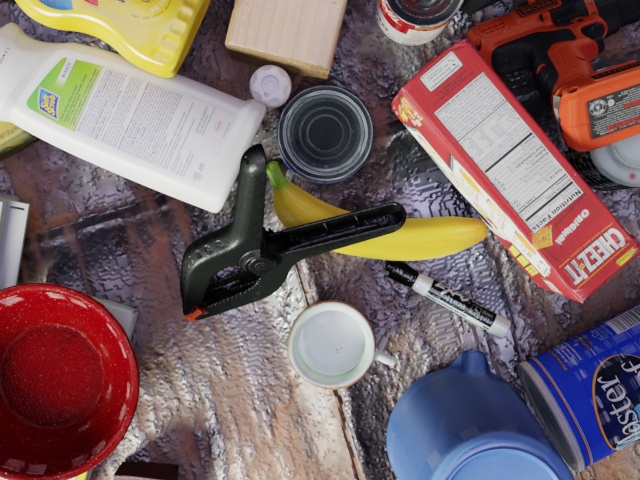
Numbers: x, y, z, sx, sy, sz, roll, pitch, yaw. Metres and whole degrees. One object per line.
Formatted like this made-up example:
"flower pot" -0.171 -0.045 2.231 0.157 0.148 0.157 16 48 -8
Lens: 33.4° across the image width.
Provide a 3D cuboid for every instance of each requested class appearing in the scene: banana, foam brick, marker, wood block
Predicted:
"banana" 0.041 -0.013 0.922 0.197 0.070 0.037 14 54 -3
"foam brick" -0.155 0.236 0.927 0.051 0.053 0.078 7 90 -1
"marker" 0.112 0.051 0.945 0.121 0.020 0.020 29 90 -1
"wood block" -0.011 -0.248 0.902 0.090 0.091 0.206 14 91 -1

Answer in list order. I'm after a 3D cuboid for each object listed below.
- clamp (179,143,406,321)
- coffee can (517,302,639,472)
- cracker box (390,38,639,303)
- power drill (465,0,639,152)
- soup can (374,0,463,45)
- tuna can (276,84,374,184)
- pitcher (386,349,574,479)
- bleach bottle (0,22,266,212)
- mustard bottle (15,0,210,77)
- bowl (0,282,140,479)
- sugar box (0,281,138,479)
"clamp" -0.056 0.001 0.877 0.210 0.164 0.036 -33 49 28
"coffee can" 0.254 0.119 0.906 0.140 0.103 0.103 -27 91 -1
"cracker box" 0.152 -0.057 0.871 0.072 0.164 0.213 -40 91 2
"power drill" 0.228 -0.153 0.867 0.184 0.188 0.057 -21 124 1
"soup can" 0.082 -0.205 0.898 0.068 0.102 0.068 0 91 -1
"tuna can" 0.004 -0.093 0.933 0.086 0.034 0.086 0 91 -1
"pitcher" 0.123 0.191 0.836 0.145 0.243 0.149 -37 91 2
"bleach bottle" -0.178 -0.115 0.867 0.250 0.068 0.102 24 81 -7
"mustard bottle" -0.184 -0.207 0.833 0.191 0.058 0.096 23 81 -5
"bowl" -0.226 0.115 0.877 0.162 0.055 0.162 0 89 -3
"sugar box" -0.227 0.132 0.929 0.093 0.048 0.176 17 87 -2
